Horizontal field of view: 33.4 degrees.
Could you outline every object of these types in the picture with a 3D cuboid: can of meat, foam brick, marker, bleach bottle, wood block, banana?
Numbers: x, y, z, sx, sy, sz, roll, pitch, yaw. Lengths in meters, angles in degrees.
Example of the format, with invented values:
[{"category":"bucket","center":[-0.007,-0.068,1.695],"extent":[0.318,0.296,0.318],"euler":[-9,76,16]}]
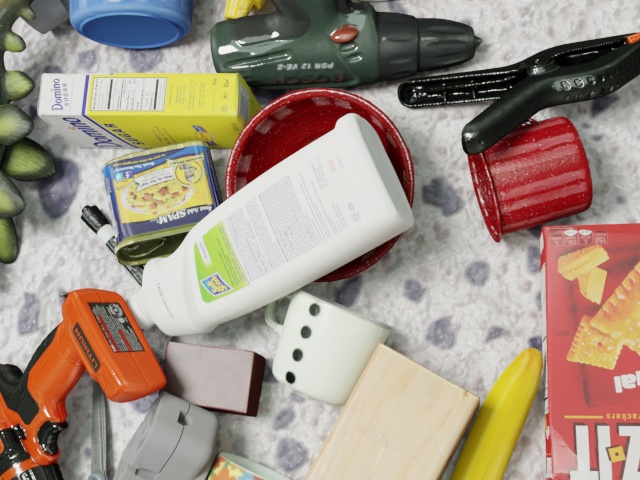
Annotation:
[{"category":"can of meat","center":[-0.134,-0.033,0.926],"extent":[0.102,0.057,0.084],"euler":[-12,72,-8]},{"category":"foam brick","center":[-0.090,0.117,0.896],"extent":[0.078,0.051,0.053],"euler":[7,78,11]},{"category":"marker","center":[-0.173,0.013,0.950],"extent":[0.020,0.020,0.121],"euler":[-43,74,-2]},{"category":"bleach bottle","center":[-0.056,0.001,0.859],"extent":[0.251,0.068,0.102],"euler":[-27,73,17]},{"category":"wood block","center":[0.038,0.196,0.837],"extent":[0.090,0.091,0.206],"euler":[28,83,13]},{"category":"banana","center":[0.130,0.179,0.837],"extent":[0.037,0.070,0.198],"euler":[24,79,-6]}]

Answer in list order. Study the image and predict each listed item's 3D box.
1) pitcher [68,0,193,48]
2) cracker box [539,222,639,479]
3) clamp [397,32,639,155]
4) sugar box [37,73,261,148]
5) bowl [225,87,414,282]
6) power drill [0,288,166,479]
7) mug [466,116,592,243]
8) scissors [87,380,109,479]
[{"category":"pitcher","center":[-0.159,-0.304,0.970],"extent":[0.149,0.144,0.243],"euler":[-4,80,21]},{"category":"cracker box","center":[0.257,0.093,0.832],"extent":[0.164,0.072,0.213],"euler":[-1,78,10]},{"category":"clamp","center":[0.174,-0.133,0.891],"extent":[0.209,0.165,0.036],"euler":[-21,117,-14]},{"category":"sugar box","center":[-0.146,-0.112,0.935],"extent":[0.176,0.093,0.048],"euler":[-1,76,10]},{"category":"bowl","center":[0.004,-0.046,0.905],"extent":[0.162,0.055,0.162],"euler":[0,90,13]},{"category":"power drill","center":[-0.209,0.144,0.871],"extent":[0.188,0.057,0.184],"euler":[-43,66,24]},{"category":"mug","center":[0.169,-0.061,0.880],"extent":[0.081,0.093,0.117],"euler":[-15,46,1]},{"category":"scissors","center":[-0.201,0.223,0.907],"extent":[0.096,0.016,0.202],"euler":[-33,58,23]}]
